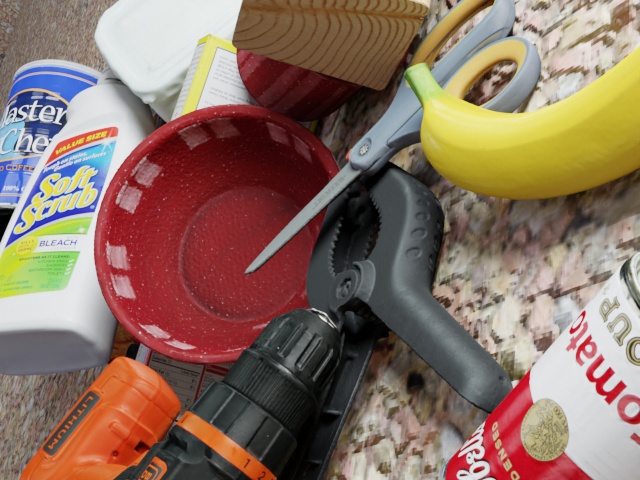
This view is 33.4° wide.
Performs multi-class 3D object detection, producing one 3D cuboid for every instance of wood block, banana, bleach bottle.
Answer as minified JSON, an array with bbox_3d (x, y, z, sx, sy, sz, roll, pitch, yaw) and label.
[{"bbox_3d":[0.022,-0.203,0.592,0.090,0.090,0.206,123,161,-66],"label":"wood block"},{"bbox_3d":[0.096,-0.052,0.433,0.198,0.037,0.069,-4,106,57],"label":"banana"},{"bbox_3d":[-0.179,-0.027,0.783,0.103,0.068,0.250,-7,53,17],"label":"bleach bottle"}]

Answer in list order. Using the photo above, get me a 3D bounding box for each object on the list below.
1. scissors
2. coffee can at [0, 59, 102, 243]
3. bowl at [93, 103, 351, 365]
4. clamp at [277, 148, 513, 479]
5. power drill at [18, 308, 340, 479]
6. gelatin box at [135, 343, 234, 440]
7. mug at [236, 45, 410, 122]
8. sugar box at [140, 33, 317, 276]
[{"bbox_3d":[0.039,-0.043,0.544,0.202,0.016,0.096,-53,34,5],"label":"scissors"},{"bbox_3d":[-0.222,-0.063,0.885,0.103,0.102,0.140,-34,41,54],"label":"coffee can"},{"bbox_3d":[-0.054,0.001,0.654,0.055,0.162,0.162,50,-128,-68],"label":"bowl"},{"bbox_3d":[0.020,0.040,0.543,0.165,0.036,0.210,-43,33,32],"label":"clamp"},{"bbox_3d":[-0.081,0.106,0.541,0.184,0.057,0.188,-52,18,-16],"label":"power drill"},{"bbox_3d":[-0.088,0.102,0.687,0.030,0.073,0.089,-7,66,64],"label":"gelatin box"},{"bbox_3d":[-0.010,-0.133,0.660,0.093,0.117,0.082,-39,3,-29],"label":"mug"},{"bbox_3d":[-0.066,-0.040,0.724,0.176,0.093,0.048,-70,18,0],"label":"sugar box"}]
